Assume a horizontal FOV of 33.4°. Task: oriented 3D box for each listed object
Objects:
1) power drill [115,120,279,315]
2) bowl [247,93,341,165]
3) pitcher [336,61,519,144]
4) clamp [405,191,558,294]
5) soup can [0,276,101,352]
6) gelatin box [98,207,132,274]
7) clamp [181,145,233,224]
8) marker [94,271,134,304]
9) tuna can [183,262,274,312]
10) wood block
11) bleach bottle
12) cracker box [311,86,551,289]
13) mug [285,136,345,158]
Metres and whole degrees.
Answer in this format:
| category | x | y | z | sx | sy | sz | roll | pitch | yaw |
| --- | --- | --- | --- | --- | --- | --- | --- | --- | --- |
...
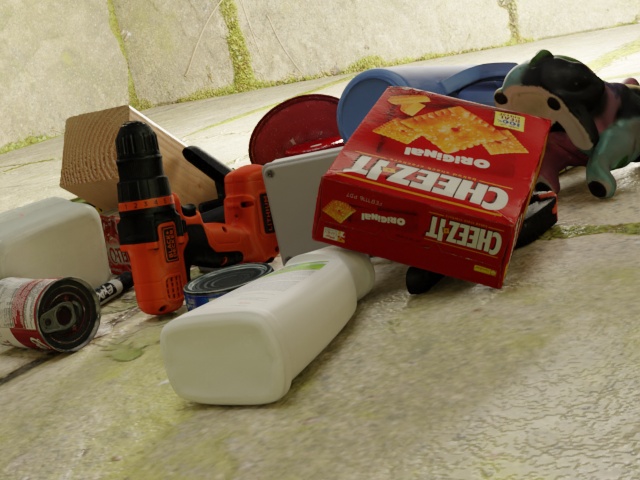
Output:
| category | x | y | z | sx | sy | sz | roll | pitch | yaw |
| --- | --- | --- | --- | --- | --- | --- | --- | --- | --- |
| power drill | -0.124 | -0.031 | 1.059 | 0.057 | 0.184 | 0.187 | -2 | 7 | 38 |
| bowl | -0.013 | -0.114 | 1.420 | 0.162 | 0.162 | 0.055 | -14 | 44 | -4 |
| pitcher | 0.135 | -0.156 | 1.286 | 0.145 | 0.149 | 0.242 | 21 | 17 | 32 |
| clamp | 0.131 | -0.004 | 0.975 | 0.209 | 0.036 | 0.165 | -12 | 22 | -13 |
| soup can | -0.261 | 0.067 | 0.988 | 0.102 | 0.068 | 0.068 | -1 | 17 | 43 |
| gelatin box | -0.219 | 0.003 | 1.210 | 0.030 | 0.073 | 0.089 | -22 | 16 | -31 |
| clamp | -0.090 | -0.057 | 1.255 | 0.171 | 0.120 | 0.039 | 2 | -22 | -18 |
| marker | -0.229 | 0.058 | 1.107 | 0.020 | 0.020 | 0.121 | -7 | 14 | 25 |
| tuna can | -0.080 | 0.049 | 0.964 | 0.086 | 0.034 | 0.086 | -12 | 13 | 3 |
| wood block | -0.208 | -0.075 | 1.274 | 0.091 | 0.090 | 0.205 | -8 | -20 | 25 |
| bleach bottle | -0.016 | 0.051 | 0.833 | 0.103 | 0.068 | 0.250 | -5 | 12 | 28 |
| cracker box | 0.105 | -0.057 | 0.941 | 0.164 | 0.072 | 0.213 | 14 | 32 | 13 |
| mug | -0.006 | -0.082 | 1.347 | 0.117 | 0.081 | 0.093 | -1 | 17 | 41 |
